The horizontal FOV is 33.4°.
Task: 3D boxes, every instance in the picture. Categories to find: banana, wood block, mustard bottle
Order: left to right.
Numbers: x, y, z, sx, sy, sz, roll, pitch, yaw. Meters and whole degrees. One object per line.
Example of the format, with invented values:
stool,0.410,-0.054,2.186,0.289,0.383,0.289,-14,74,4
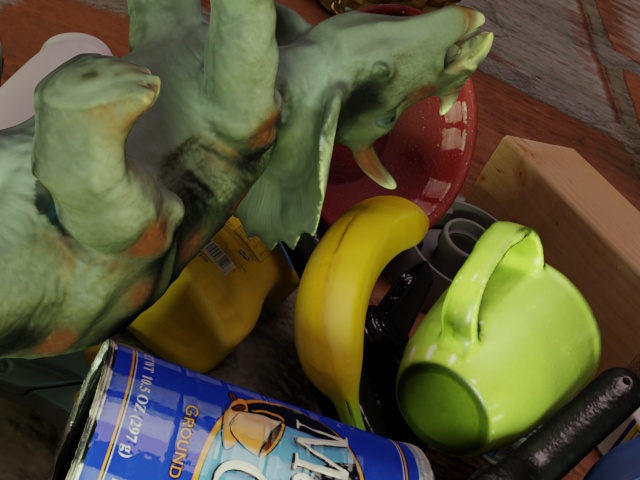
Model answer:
mustard bottle,-0.055,0.001,0.645,0.096,0.058,0.191,44,29,2
banana,0.022,0.020,0.581,0.037,0.069,0.197,-8,32,24
wood block,0.206,0.018,0.821,0.090,0.090,0.206,5,36,-37

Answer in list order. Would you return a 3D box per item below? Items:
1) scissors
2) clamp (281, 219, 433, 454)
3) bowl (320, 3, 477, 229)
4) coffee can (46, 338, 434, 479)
scissors,-0.143,0.054,0.500,0.201,0.016,0.096,30,21,-16
clamp,0.018,0.048,0.614,0.164,0.036,0.210,39,32,-31
bowl,0.031,-0.078,0.727,0.161,0.162,0.055,5,6,-37
coffee can,-0.038,0.111,0.434,0.140,0.103,0.103,21,29,-13
